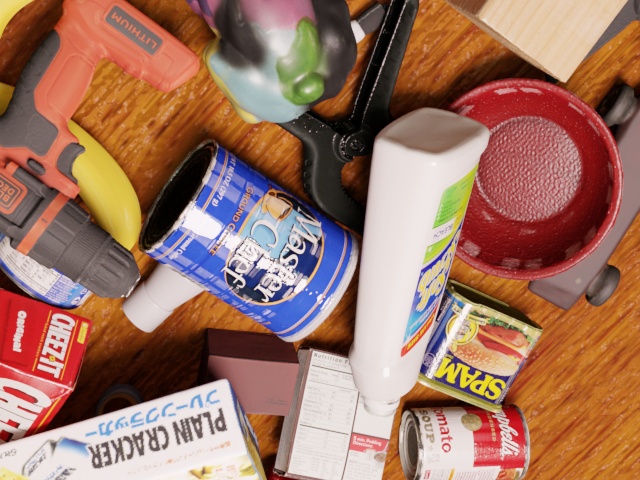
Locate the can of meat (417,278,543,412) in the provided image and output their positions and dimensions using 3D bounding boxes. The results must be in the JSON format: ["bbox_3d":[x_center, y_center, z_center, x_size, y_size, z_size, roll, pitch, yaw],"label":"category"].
[{"bbox_3d":[0.131,0.091,0.929,0.102,0.057,0.084,23,102,-21],"label":"can of meat"}]

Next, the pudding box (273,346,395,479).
[{"bbox_3d":[0.016,0.154,0.921,0.090,0.039,0.113,14,79,-15],"label":"pudding box"}]

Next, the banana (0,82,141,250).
[{"bbox_3d":[-0.198,-0.061,0.802,0.197,0.069,0.037,48,137,-11],"label":"banana"}]

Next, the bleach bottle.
[{"bbox_3d":[0.068,0.028,0.845,0.068,0.102,0.251,22,122,25],"label":"bleach bottle"}]

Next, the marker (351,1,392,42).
[{"bbox_3d":[0.004,-0.147,0.831,0.121,0.020,0.020,-35,114,3],"label":"marker"}]

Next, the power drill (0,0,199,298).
[{"bbox_3d":[-0.168,-0.075,0.760,0.184,0.057,0.187,37,76,-12],"label":"power drill"}]

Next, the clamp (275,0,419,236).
[{"bbox_3d":[0.030,-0.090,0.838,0.164,0.036,0.210,-28,121,0],"label":"clamp"}]

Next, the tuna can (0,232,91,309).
[{"bbox_3d":[-0.208,0.013,0.816,0.086,0.086,0.034,37,102,-22],"label":"tuna can"}]

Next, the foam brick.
[{"bbox_3d":[-0.062,0.111,0.902,0.078,0.051,0.053,7,110,-14],"label":"foam brick"}]

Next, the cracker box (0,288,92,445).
[{"bbox_3d":[-0.302,0.089,0.796,0.213,0.072,0.164,23,138,-18],"label":"cracker box"}]

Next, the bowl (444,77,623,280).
[{"bbox_3d":[0.163,-0.052,0.859,0.162,0.055,0.162,6,106,20],"label":"bowl"}]

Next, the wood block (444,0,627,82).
[{"bbox_3d":[0.198,-0.234,0.795,0.090,0.091,0.206,32,103,-20],"label":"wood block"}]

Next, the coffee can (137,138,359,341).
[{"bbox_3d":[-0.055,0.001,0.832,0.140,0.103,0.103,34,101,-21],"label":"coffee can"}]

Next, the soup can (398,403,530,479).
[{"bbox_3d":[0.128,0.183,0.959,0.102,0.068,0.068,0,111,-11],"label":"soup can"}]

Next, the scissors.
[{"bbox_3d":[-0.185,0.205,0.935,0.096,0.016,0.202,34,102,-19],"label":"scissors"}]
